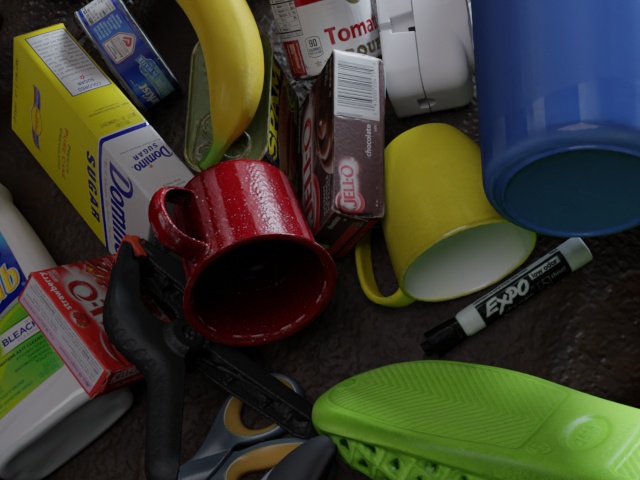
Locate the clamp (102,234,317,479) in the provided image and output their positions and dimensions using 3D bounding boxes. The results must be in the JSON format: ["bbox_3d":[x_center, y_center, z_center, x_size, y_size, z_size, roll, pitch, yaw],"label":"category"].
[{"bbox_3d":[-0.075,0.070,0.664,0.039,0.120,0.171,-48,55,40],"label":"clamp"}]

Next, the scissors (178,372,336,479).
[{"bbox_3d":[-0.089,0.139,0.698,0.202,0.016,0.096,-6,68,13],"label":"scissors"}]

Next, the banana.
[{"bbox_3d":[-0.080,-0.142,0.688,0.069,0.037,0.198,-24,67,7],"label":"banana"}]

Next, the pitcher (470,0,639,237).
[{"bbox_3d":[0.160,-0.125,0.638,0.149,0.145,0.243,-6,58,18],"label":"pitcher"}]

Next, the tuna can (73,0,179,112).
[{"bbox_3d":[-0.138,-0.137,0.770,0.034,0.086,0.086,-35,66,0],"label":"tuna can"}]

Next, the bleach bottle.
[{"bbox_3d":[-0.233,0.039,0.749,0.102,0.068,0.251,-38,64,0],"label":"bleach bottle"}]

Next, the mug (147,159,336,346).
[{"bbox_3d":[-0.054,0.001,0.648,0.093,0.117,0.081,-50,39,26],"label":"mug"}]

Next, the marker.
[{"bbox_3d":[0.116,0.037,0.675,0.121,0.020,0.020,-33,66,2],"label":"marker"}]

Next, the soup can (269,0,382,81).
[{"bbox_3d":[-0.001,-0.166,0.727,0.068,0.068,0.102,-13,106,11],"label":"soup can"}]

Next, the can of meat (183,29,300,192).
[{"bbox_3d":[-0.049,-0.078,0.725,0.057,0.084,0.102,-3,71,14],"label":"can of meat"}]

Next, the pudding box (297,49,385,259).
[{"bbox_3d":[0.011,-0.053,0.695,0.039,0.090,0.113,8,69,-14],"label":"pudding box"}]

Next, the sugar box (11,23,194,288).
[{"bbox_3d":[-0.153,-0.059,0.741,0.048,0.093,0.176,-24,59,-31],"label":"sugar box"}]

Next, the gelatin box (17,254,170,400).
[{"bbox_3d":[-0.139,0.053,0.690,0.089,0.073,0.030,48,123,20],"label":"gelatin box"}]
